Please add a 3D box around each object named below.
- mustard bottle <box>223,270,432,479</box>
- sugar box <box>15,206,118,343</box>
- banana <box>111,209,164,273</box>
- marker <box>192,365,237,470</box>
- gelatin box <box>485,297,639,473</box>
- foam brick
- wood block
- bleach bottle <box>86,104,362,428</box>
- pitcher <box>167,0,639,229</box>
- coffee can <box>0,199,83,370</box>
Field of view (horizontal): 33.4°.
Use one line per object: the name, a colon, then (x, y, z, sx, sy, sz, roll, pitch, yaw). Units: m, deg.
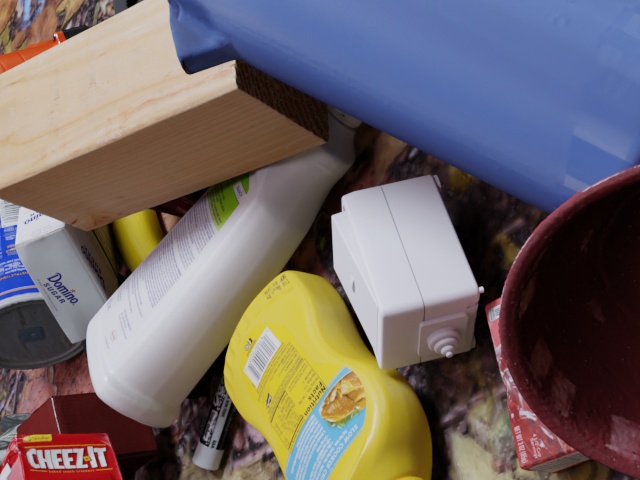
mustard bottle: (0.012, 0.106, 0.604, 0.096, 0.058, 0.192, -61, 40, 18)
sugar box: (-0.194, -0.008, 0.824, 0.048, 0.093, 0.176, -21, 30, 3)
banana: (-0.144, -0.034, 0.861, 0.070, 0.037, 0.198, -37, 52, 41)
marker: (-0.060, 0.097, 0.727, 0.020, 0.020, 0.121, 24, 97, 52)
gelatin box: (0.121, 0.057, 0.508, 0.073, 0.030, 0.089, -33, 54, 40)
foam brick: (-0.164, 0.141, 0.752, 0.053, 0.078, 0.051, -40, 62, 34)
wood block: (-0.105, -0.084, 0.672, 0.206, 0.090, 0.090, -17, 65, 32)
bleach bottle: (-0.055, 0.001, 0.699, 0.251, 0.068, 0.103, -49, 32, 15)
pitcher: (0.062, -0.113, 0.498, 0.243, 0.144, 0.149, 31, 127, 17)
coffee can: (-0.256, 0.026, 0.925, 0.103, 0.102, 0.140, -46, 46, 32)
